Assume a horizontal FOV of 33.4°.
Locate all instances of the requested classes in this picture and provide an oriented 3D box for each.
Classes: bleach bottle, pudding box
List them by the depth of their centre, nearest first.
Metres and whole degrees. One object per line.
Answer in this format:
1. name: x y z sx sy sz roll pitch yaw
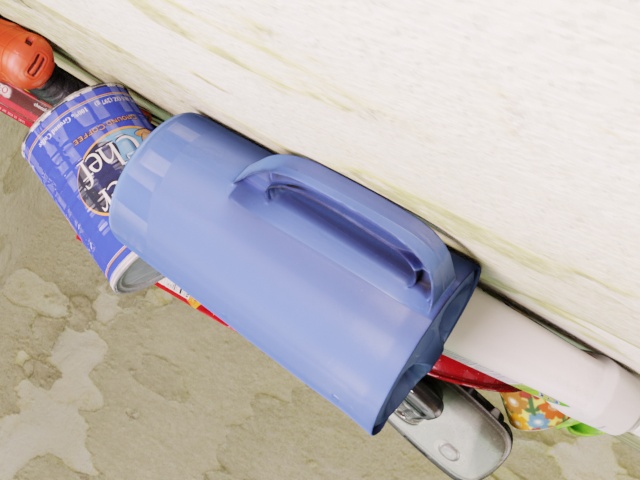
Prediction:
1. bleach bottle: 0.154 0.086 0.838 0.251 0.068 0.102 28 177 -2
2. pudding box: -0.300 -0.151 1.161 0.090 0.039 0.113 30 -164 8

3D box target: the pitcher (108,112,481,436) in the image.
1. pitcher: -0.020 0.008 0.725 0.243 0.149 0.144 32 -167 14

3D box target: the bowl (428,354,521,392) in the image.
1. bowl: 0.129 0.094 1.042 0.162 0.055 0.162 16 -173 -2

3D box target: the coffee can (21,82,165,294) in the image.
1. coffee can: -0.161 -0.042 0.866 0.140 0.103 0.102 54 -178 12

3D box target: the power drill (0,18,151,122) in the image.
1. power drill: -0.256 -0.144 0.958 0.185 0.057 0.187 28 176 39
